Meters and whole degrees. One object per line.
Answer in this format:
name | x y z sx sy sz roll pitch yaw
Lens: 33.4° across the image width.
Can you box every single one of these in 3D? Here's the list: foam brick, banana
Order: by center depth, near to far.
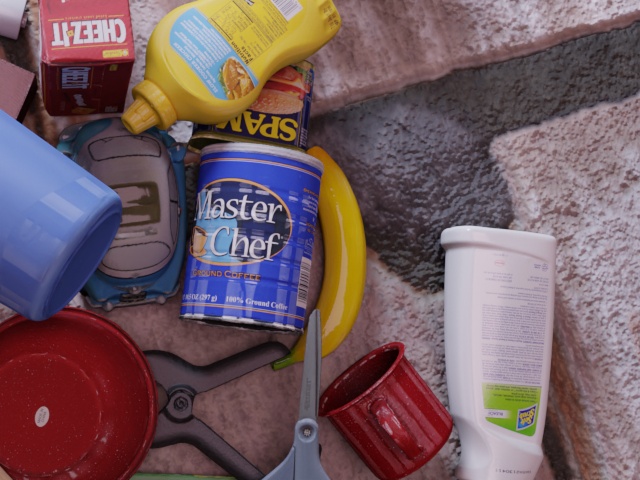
foam brick | -0.266 -0.104 0.854 0.051 0.053 0.078 23 78 -11
banana | 0.007 0.019 0.917 0.069 0.037 0.198 11 81 -13

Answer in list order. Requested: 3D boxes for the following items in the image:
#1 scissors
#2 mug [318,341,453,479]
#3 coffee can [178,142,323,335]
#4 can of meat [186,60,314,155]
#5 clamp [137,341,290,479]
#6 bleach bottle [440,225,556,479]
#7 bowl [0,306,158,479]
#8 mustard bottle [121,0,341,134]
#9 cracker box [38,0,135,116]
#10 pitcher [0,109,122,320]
scissors | -0.029 0.162 0.842 0.096 0.016 0.202 -11 89 -3
mug | 0.058 0.146 0.877 0.093 0.117 0.081 -39 99 -3
coffee can | -0.056 0.001 0.869 0.102 0.103 0.140 9 81 -13
can of meat | -0.057 -0.113 0.907 0.102 0.057 0.084 9 79 -13
clamp | -0.106 0.124 0.872 0.171 0.039 0.120 18 75 -9
bleach bottle | 0.149 0.117 0.929 0.102 0.068 0.251 6 84 -13
bowl | -0.208 0.130 0.816 0.162 0.055 0.162 0 87 0
mustard bottle | -0.080 -0.148 0.847 0.191 0.058 0.096 -42 96 -18
cracker box | -0.193 -0.218 0.829 0.072 0.164 0.214 -6 85 -14
pitcher | -0.273 -0.040 0.754 0.243 0.149 0.144 33 39 2
